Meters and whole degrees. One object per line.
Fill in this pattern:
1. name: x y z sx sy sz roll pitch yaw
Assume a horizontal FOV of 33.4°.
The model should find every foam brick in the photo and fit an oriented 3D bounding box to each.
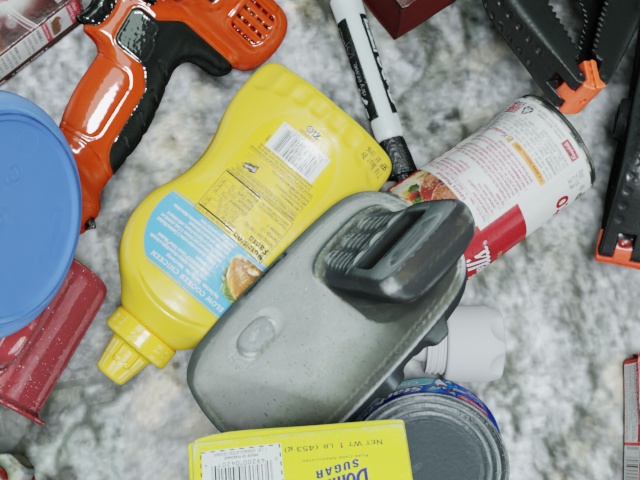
1. foam brick: 0.044 -0.169 0.630 0.053 0.051 0.078 -36 83 -8

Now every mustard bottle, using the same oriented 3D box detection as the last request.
1. mustard bottle: -0.054 0.001 0.591 0.096 0.058 0.191 40 80 -3

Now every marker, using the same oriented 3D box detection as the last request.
1. marker: 0.032 -0.089 0.631 0.020 0.020 0.121 -16 81 -5

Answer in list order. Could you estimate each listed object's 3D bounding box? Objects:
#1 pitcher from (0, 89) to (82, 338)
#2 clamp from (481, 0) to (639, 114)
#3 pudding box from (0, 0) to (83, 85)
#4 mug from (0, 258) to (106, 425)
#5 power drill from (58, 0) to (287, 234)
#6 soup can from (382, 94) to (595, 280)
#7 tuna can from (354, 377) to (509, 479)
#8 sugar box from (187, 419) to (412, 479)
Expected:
1. pitcher: -0.241 -0.025 0.490 0.243 0.149 0.145 7 122 27
2. clamp: 0.140 -0.168 0.608 0.164 0.036 0.210 -3 66 -19
3. pudding box: -0.206 -0.149 0.623 0.090 0.039 0.113 -41 84 -10
4. mug: -0.163 0.039 0.555 0.093 0.117 0.081 33 74 -16
5. power drill: -0.132 -0.112 0.582 0.184 0.057 0.187 39 84 -21
6. soup can: 0.093 -0.027 0.598 0.102 0.068 0.068 -35 83 -9
7. tuna can: 0.057 0.118 0.573 0.086 0.033 0.086 1 100 4
8. sugar box: -0.008 0.146 0.507 0.093 0.176 0.048 -4 52 -2
